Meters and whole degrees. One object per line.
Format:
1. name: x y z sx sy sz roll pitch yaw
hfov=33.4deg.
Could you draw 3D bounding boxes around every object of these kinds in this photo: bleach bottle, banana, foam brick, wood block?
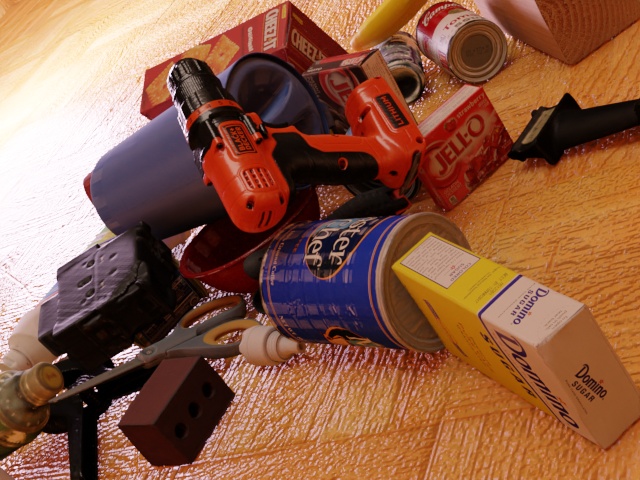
1. bleach bottle: -0.252 0.054 1.163 0.103 0.068 0.250 -12 32 48
2. banana: 0.104 -0.287 1.176 0.198 0.037 0.070 -57 28 6
3. foam brick: -0.120 0.142 0.891 0.051 0.053 0.078 -9 37 42
4. wood block: 0.228 -0.260 1.094 0.091 0.090 0.206 -35 26 1

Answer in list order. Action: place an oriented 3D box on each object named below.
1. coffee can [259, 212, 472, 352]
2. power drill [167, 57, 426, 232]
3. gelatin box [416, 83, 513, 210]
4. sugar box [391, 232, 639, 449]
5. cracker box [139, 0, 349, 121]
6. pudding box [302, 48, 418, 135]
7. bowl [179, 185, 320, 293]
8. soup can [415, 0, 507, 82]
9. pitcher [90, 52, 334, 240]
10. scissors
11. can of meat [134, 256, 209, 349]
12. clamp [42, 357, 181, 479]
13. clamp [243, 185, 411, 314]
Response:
1. coffee can: 0.035 0.032 0.828 0.141 0.102 0.102 -2 42 49
2. power drill: -0.021 -0.091 0.891 0.187 0.057 0.184 -11 54 -26
3. gelatin box: 0.122 -0.083 0.946 0.089 0.073 0.030 -41 27 -11
4. sugar box: 0.122 0.060 0.690 0.048 0.093 0.176 -40 26 -8
5. cracker box: -0.070 -0.163 1.202 0.214 0.164 0.072 -17 57 34
6. pudding box: 0.043 -0.135 1.082 0.090 0.113 0.039 1 41 51
7. bowl: -0.057 0.001 1.034 0.162 0.055 0.162 -31 21 13
8. soup can: 0.148 -0.211 1.132 0.068 0.068 0.102 -35 27 2
9. pitcher: -0.110 -0.079 1.054 0.243 0.149 0.145 -21 44 41
10. scissors: -0.132 0.105 0.941 0.096 0.016 0.201 18 40 42
11. can of meat: -0.175 0.061 1.088 0.084 0.057 0.102 -48 28 -18
12. clamp: -0.210 0.144 1.015 0.164 0.036 0.210 -45 31 -21
13. clamp: 0.003 0.001 0.937 0.171 0.039 0.120 -37 -11 -2
